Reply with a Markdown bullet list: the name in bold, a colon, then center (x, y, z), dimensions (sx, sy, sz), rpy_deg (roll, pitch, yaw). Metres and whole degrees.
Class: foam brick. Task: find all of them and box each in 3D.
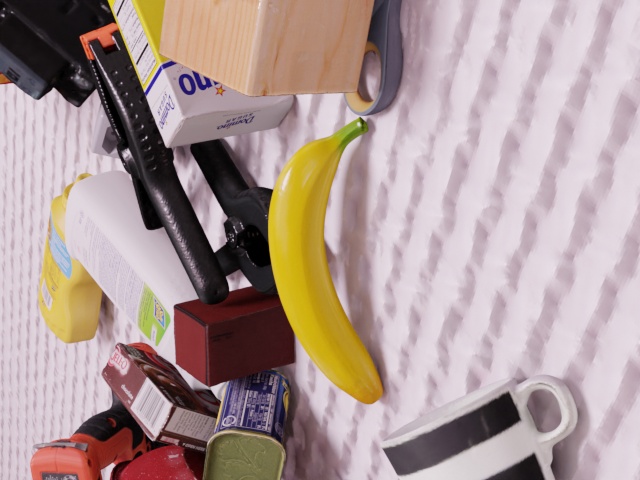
- **foam brick**: center (-0.066, 0.071, 0.814), dimensions (0.051, 0.078, 0.053), rpy_deg (24, 119, 52)

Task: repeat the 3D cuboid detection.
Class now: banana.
- **banana**: center (0.001, 0.019, 0.705), dimensions (0.070, 0.037, 0.198), rpy_deg (1, 108, 17)

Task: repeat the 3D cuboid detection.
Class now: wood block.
- **wood block**: center (-0.019, -0.194, 0.599), dimensions (0.091, 0.090, 0.206), rpy_deg (30, 118, 39)

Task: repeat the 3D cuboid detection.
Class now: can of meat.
- **can of meat**: center (-0.056, 0.159, 0.819), dimensions (0.084, 0.057, 0.102), rpy_deg (-83, 2, -58)

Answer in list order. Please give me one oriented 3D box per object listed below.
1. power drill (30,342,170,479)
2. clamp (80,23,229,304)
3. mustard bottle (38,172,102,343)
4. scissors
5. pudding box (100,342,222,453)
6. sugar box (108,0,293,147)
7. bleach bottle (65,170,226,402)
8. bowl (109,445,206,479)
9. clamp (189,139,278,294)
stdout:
- **power drill**: center (-0.183, 0.207, 0.963), dimensions (0.057, 0.187, 0.184), rpy_deg (-5, 106, 16)
- **clamp**: center (-0.135, -0.065, 0.817), dimensions (0.165, 0.036, 0.210), rpy_deg (34, 146, 62)
- **mustard bottle**: center (-0.248, 0.009, 1.084), dimensions (0.096, 0.058, 0.192), rpy_deg (60, 145, 37)
- **scissors**: center (0.049, -0.139, 0.617), dimensions (0.202, 0.016, 0.096), rpy_deg (-25, 82, 57)
- **pudding box**: center (-0.124, 0.136, 0.909), dimensions (0.114, 0.089, 0.039), rpy_deg (38, 101, 48)
- **sugar box**: center (-0.094, -0.157, 0.756), dimensions (0.176, 0.093, 0.048), rpy_deg (64, 146, 16)
- **bleach bottle**: center (-0.139, 0.051, 0.934), dimensions (0.251, 0.068, 0.103), rpy_deg (48, 144, 31)
- **bowl**: center (-0.094, 0.220, 0.884), dimensions (0.055, 0.161, 0.162), rpy_deg (-51, 50, 7)
- **clamp**: center (-0.055, 0.001, 0.809), dimensions (0.172, 0.039, 0.120), rpy_deg (42, 141, 50)
